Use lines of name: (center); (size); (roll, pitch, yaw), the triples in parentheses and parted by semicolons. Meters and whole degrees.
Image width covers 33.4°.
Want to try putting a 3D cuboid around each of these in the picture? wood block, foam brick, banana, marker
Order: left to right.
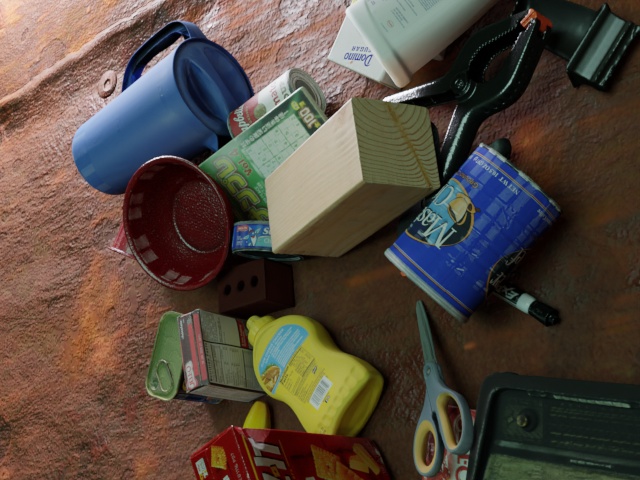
foam brick: (-0.076, 0.057, 1.242); (0.078, 0.051, 0.053); (-19, 66, 37)
banana: (-0.056, 0.277, 1.181); (0.070, 0.037, 0.198); (-29, 61, 8)
wood block: (0.027, -0.059, 1.107); (0.206, 0.090, 0.091); (-37, 55, 56)
marker: (0.183, 0.050, 1.039); (0.121, 0.020, 0.020); (33, 101, 41)

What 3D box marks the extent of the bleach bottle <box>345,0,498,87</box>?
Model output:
bleach bottle: (0.153, -0.270, 1.090); (0.251, 0.068, 0.103); (-35, 60, 7)

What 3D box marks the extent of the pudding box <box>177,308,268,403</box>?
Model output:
pudding box: (-0.109, 0.132, 1.210); (0.039, 0.113, 0.090); (-24, 64, 31)

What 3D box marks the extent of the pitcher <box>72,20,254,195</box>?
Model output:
pitcher: (-0.211, -0.159, 1.369); (0.243, 0.145, 0.149); (-25, 32, 38)

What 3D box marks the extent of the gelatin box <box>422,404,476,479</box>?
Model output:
gelatin box: (0.139, 0.206, 1.029); (0.073, 0.030, 0.089); (4, 81, 42)

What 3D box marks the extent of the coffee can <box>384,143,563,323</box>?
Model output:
coffee can: (0.144, -0.006, 1.012); (0.140, 0.102, 0.103); (-49, 51, 4)

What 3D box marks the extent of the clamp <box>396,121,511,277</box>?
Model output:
clamp: (0.131, -0.040, 1.094); (0.120, 0.039, 0.171); (7, 83, 52)

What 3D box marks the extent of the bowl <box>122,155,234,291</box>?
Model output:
bowl: (-0.158, -0.024, 1.269); (0.162, 0.055, 0.162); (8, 105, 31)

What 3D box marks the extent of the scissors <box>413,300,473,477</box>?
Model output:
scissors: (0.104, 0.150, 1.048); (0.096, 0.016, 0.202); (-64, 23, 22)

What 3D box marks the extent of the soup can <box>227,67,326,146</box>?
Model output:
soup can: (-0.051, -0.150, 1.265); (0.102, 0.068, 0.068); (-32, 60, 31)

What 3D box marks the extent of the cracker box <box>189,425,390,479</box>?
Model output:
cracker box: (-0.004, 0.266, 1.014); (0.072, 0.213, 0.164); (-41, 55, 26)

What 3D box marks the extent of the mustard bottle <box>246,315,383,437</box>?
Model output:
mustard bottle: (-0.021, 0.137, 1.168); (0.192, 0.058, 0.096); (37, 102, 40)

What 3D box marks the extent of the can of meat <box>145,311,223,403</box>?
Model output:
can of meat: (-0.150, 0.141, 1.263); (0.058, 0.083, 0.102); (9, 85, 42)

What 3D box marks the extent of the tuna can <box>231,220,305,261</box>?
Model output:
tuna can: (-0.058, 0.001, 1.218); (0.086, 0.086, 0.034); (-3, 79, 41)

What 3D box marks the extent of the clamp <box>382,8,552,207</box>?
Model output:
clamp: (0.144, -0.153, 1.074); (0.210, 0.036, 0.165); (-51, 43, 22)

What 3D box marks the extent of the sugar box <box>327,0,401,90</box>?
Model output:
sugar box: (0.084, -0.265, 1.192); (0.093, 0.048, 0.176); (33, 105, 41)

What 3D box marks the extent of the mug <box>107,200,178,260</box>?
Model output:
mug: (-0.215, -0.012, 1.368); (0.117, 0.093, 0.081); (-171, 103, -79)
